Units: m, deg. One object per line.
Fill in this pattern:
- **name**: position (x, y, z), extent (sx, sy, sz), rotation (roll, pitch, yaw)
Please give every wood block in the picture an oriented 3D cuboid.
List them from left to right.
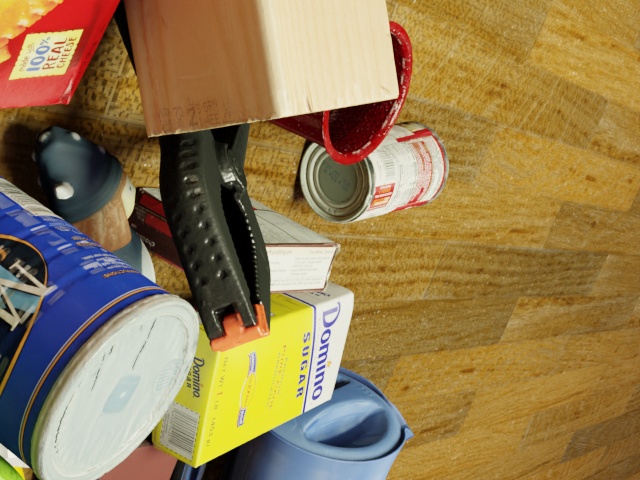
- **wood block**: position (-0.037, -0.158, 0.489), extent (0.090, 0.090, 0.206), rotation (-17, 101, -49)

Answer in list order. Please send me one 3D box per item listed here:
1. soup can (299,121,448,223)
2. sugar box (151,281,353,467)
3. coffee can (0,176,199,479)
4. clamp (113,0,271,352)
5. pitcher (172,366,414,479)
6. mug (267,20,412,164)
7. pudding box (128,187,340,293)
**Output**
- **soup can**: position (0.041, -0.052, 0.802), extent (0.102, 0.069, 0.068), rotation (-15, 127, -50)
- **sugar box**: position (-0.041, 0.086, 0.743), extent (0.175, 0.048, 0.093), rotation (-13, 120, -56)
- **coffee can**: position (-0.144, 0.037, 0.511), extent (0.102, 0.140, 0.103), rotation (-47, 157, -28)
- **clamp**: position (-0.065, -0.042, 0.564), extent (0.036, 0.210, 0.164), rotation (-21, 142, 11)
- **pitcher**: position (-0.038, 0.227, 0.876), extent (0.144, 0.149, 0.243), rotation (-34, 146, -61)
- **mug**: position (0.002, -0.099, 0.687), extent (0.093, 0.082, 0.117), rotation (-51, 149, -21)
- **pudding box**: position (-0.055, 0.001, 0.680), extent (0.113, 0.090, 0.039), rotation (-2, 116, -56)
